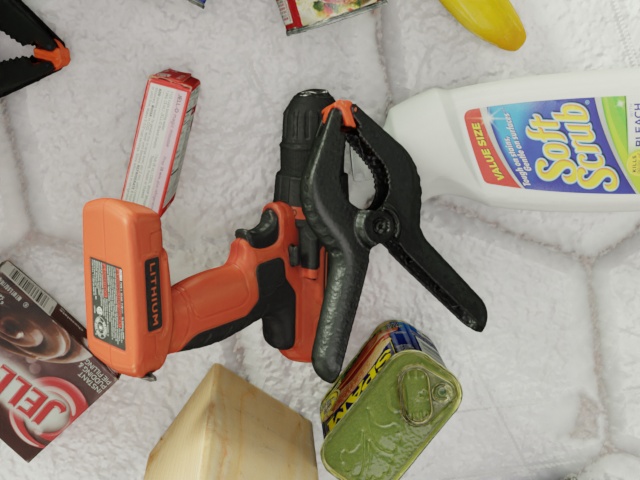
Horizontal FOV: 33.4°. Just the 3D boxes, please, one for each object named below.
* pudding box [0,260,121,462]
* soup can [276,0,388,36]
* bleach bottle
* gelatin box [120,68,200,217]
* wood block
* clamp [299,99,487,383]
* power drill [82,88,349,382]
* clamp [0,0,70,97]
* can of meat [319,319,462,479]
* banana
[{"bbox_3d":[-0.207,0.083,0.734,0.090,0.039,0.113,-43,101,7],"label":"pudding box"},{"bbox_3d":[-0.005,-0.187,0.671,0.068,0.068,0.102,-18,102,1],"label":"soup can"},{"bbox_3d":[0.146,-0.058,0.710,0.251,0.068,0.102,-6,101,1],"label":"bleach bottle"},{"bbox_3d":[-0.103,-0.064,0.689,0.030,0.073,0.089,14,102,-4],"label":"gelatin box"},{"bbox_3d":[-0.059,0.168,0.674,0.090,0.206,0.091,33,99,-9],"label":"wood block"},{"bbox_3d":[0.042,-0.004,0.668,0.120,0.039,0.171,-7,91,-26],"label":"clamp"},{"bbox_3d":[-0.054,0.001,0.667,0.187,0.057,0.184,-10,105,-41],"label":"power drill"},{"bbox_3d":[-0.270,-0.128,0.687,0.210,0.036,0.165,17,102,-2],"label":"clamp"},{"bbox_3d":[0.044,0.110,0.729,0.057,0.084,0.102,36,98,-9],"label":"can of meat"},{"bbox_3d":[0.082,-0.213,0.685,0.069,0.037,0.198,-14,103,1],"label":"banana"}]
